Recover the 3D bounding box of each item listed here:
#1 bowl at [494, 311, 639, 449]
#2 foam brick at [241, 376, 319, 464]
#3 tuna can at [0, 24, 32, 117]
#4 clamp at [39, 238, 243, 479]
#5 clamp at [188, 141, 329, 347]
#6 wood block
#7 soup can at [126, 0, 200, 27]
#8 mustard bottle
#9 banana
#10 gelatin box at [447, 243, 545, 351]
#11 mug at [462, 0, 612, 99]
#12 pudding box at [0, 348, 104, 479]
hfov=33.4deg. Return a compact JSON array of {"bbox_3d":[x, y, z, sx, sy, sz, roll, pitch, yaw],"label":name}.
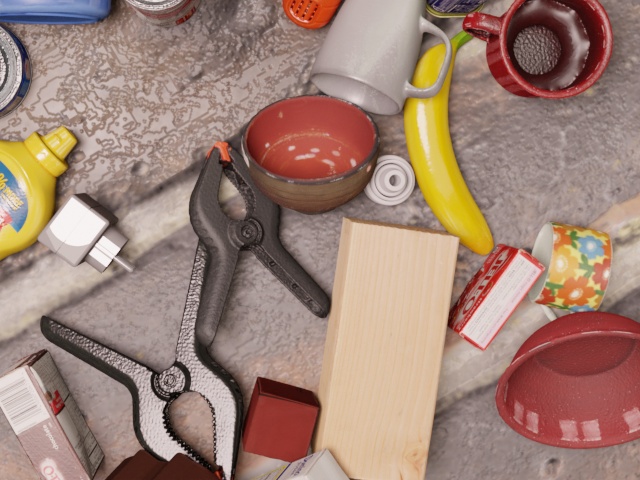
[{"bbox_3d":[0.227,0.109,0.903,0.162,0.055,0.162,2,135,2],"label":"bowl"},{"bbox_3d":[-0.035,0.152,0.902,0.053,0.078,0.051,16,91,-5],"label":"foam brick"},{"bbox_3d":[-0.286,-0.142,0.888,0.086,0.034,0.086,0,94,-4],"label":"tuna can"},{"bbox_3d":[-0.135,0.118,0.898,0.164,0.036,0.210,-20,80,1],"label":"clamp"},{"bbox_3d":[-0.056,0.001,0.901,0.120,0.039,0.171,-2,80,-29],"label":"clamp"},{"bbox_3d":[0.052,0.089,0.897,0.090,0.090,0.206,7,94,-4],"label":"wood block"},{"bbox_3d":[-0.130,-0.212,0.860,0.068,0.102,0.068,0,94,-4],"label":"soup can"},{"bbox_3d":[-0.279,-0.026,0.884,0.191,0.058,0.096,-41,84,-1],"label":"mustard bottle"},{"bbox_3d":[0.108,-0.082,0.916,0.069,0.037,0.198,-6,94,-3],"label":"banana"},{"bbox_3d":[0.146,0.046,0.908,0.030,0.073,0.089,35,91,-6],"label":"gelatin box"},{"bbox_3d":[0.174,-0.165,0.892,0.117,0.081,0.093,14,93,-5],"label":"mug"},{"bbox_3d":[-0.224,0.151,0.884,0.039,0.090,0.113,-26,94,-4],"label":"pudding box"}]
